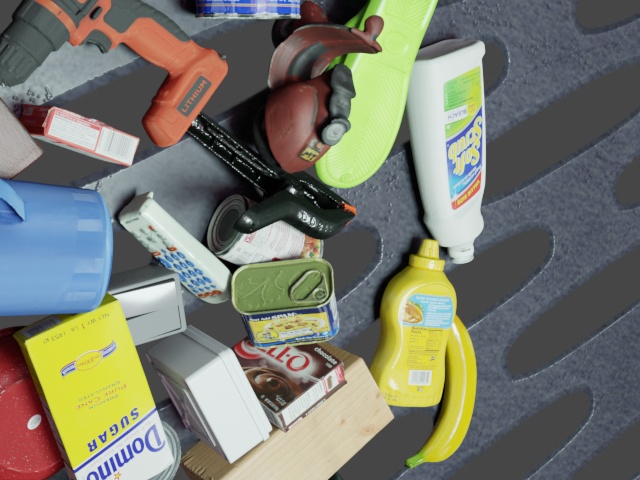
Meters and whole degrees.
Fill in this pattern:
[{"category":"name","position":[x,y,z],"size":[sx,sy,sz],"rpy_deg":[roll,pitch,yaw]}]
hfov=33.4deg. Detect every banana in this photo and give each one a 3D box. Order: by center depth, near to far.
[{"category":"banana","position":[0.158,0.186,1.296],"size":[0.069,0.037,0.198],"rpy_deg":[11,93,-36]}]

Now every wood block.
[{"category":"wood block","position":[-0.035,0.211,1.139],"size":[0.205,0.091,0.090],"rpy_deg":[-39,118,-21]}]

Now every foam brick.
[{"category":"foam brick","position":[-0.292,-0.092,0.934],"size":[0.051,0.053,0.078],"rpy_deg":[-45,119,-19]}]

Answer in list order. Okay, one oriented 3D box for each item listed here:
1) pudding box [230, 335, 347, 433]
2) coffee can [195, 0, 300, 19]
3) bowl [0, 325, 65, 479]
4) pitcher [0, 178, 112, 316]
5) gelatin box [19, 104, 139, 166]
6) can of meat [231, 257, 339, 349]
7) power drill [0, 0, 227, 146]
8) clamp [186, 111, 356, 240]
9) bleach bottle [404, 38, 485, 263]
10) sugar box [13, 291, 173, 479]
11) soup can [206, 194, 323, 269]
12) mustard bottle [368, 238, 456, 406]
[{"category":"pudding box","position":[-0.042,0.136,1.107],"size":[0.090,0.114,0.039],"rpy_deg":[-37,137,-23]},{"category":"coffee can","position":[-0.069,-0.283,1.015],"size":[0.102,0.103,0.140],"rpy_deg":[-7,103,-33]},{"category":"bowl","position":[-0.274,0.163,0.993],"size":[0.161,0.055,0.162],"rpy_deg":[-7,102,-33]},{"category":"pitcher","position":[-0.296,-0.001,0.868],"size":[0.242,0.149,0.145],"rpy_deg":[3,101,-26]},{"category":"gelatin box","position":[-0.220,-0.097,0.968],"size":[0.089,0.073,0.030],"rpy_deg":[19,87,-34]},{"category":"can of meat","position":[-0.033,0.066,1.082],"size":[0.102,0.057,0.084],"rpy_deg":[-6,147,4]},{"category":"power drill","position":[-0.190,-0.172,0.983],"size":[0.187,0.057,0.184],"rpy_deg":[43,75,-32]},{"category":"clamp","position":[-0.037,-0.041,1.067],"size":[0.209,0.165,0.036],"rpy_deg":[24,119,-39]},{"category":"bleach bottle","position":[0.152,-0.096,1.224],"size":[0.102,0.068,0.251],"rpy_deg":[-27,117,-35]},{"category":"sugar box","position":[-0.203,0.146,0.972],"size":[0.093,0.048,0.176],"rpy_deg":[-25,109,-24]},{"category":"soup can","position":[-0.057,0.001,1.099],"size":[0.102,0.069,0.068],"rpy_deg":[25,85,-34]},{"category":"mustard bottle","position":[0.111,0.093,1.234],"size":[0.096,0.058,0.192],"rpy_deg":[7,95,-32]}]
